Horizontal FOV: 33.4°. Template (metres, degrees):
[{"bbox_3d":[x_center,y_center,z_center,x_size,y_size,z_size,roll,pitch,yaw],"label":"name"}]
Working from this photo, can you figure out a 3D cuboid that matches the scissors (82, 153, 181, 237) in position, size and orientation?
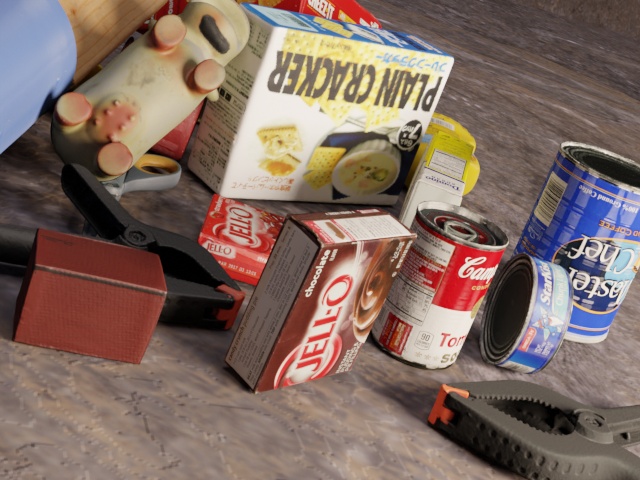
[{"bbox_3d":[-0.148,-0.038,0.840,0.096,0.016,0.202,9,24,-21],"label":"scissors"}]

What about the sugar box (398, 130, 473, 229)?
[{"bbox_3d":[0.095,-0.029,0.930,0.048,0.093,0.176,21,22,1],"label":"sugar box"}]

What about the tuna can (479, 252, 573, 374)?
[{"bbox_3d":[0.151,0.054,0.787,0.033,0.086,0.086,18,21,-11],"label":"tuna can"}]

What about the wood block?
[{"bbox_3d":[-0.219,-0.186,0.897,0.090,0.091,0.206,55,28,-19],"label":"wood block"}]

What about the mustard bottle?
[{"bbox_3d":[0.121,-0.086,1.138,0.096,0.058,0.191,20,21,-3],"label":"mustard bottle"}]

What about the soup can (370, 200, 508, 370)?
[{"bbox_3d":[0.082,0.032,0.757,0.068,0.102,0.068,17,21,-7],"label":"soup can"}]

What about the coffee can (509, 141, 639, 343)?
[{"bbox_3d":[0.222,0.001,0.903,0.102,0.140,0.103,17,21,-7],"label":"coffee can"}]

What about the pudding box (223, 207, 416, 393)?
[{"bbox_3d":[0.000,0.036,0.659,0.039,0.114,0.089,38,28,32],"label":"pudding box"}]

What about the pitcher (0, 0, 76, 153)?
[{"bbox_3d":[-0.259,-0.101,0.689,0.149,0.145,0.242,55,23,-21],"label":"pitcher"}]

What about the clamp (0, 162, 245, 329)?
[{"bbox_3d":[-0.135,0.012,0.701,0.171,0.039,0.120,29,38,14],"label":"clamp"}]

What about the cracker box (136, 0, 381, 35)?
[{"bbox_3d":[-0.065,-0.230,1.137,0.214,0.072,0.164,6,-10,32],"label":"cracker box"}]

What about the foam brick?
[{"bbox_3d":[-0.137,0.033,0.631,0.078,0.051,0.053,13,21,-18],"label":"foam brick"}]

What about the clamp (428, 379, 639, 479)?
[{"bbox_3d":[0.174,0.136,0.677,0.209,0.036,0.164,13,22,-12],"label":"clamp"}]

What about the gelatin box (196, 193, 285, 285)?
[{"bbox_3d":[-0.055,0.001,0.809,0.073,0.030,0.089,18,21,-5],"label":"gelatin box"}]
